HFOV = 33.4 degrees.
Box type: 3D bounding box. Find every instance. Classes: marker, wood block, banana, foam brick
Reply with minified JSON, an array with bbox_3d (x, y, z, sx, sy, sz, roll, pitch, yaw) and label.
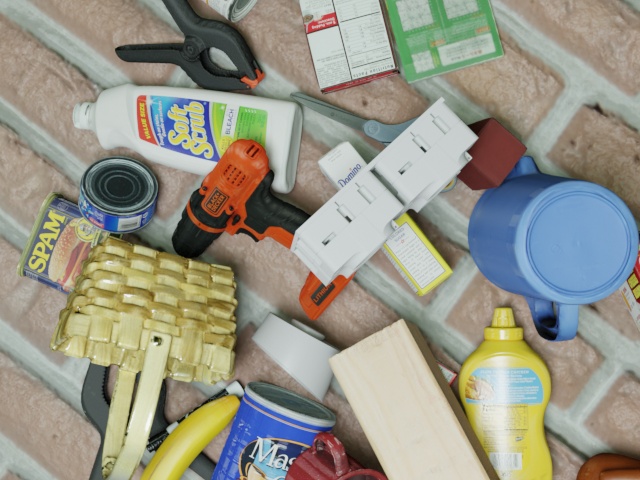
[{"bbox_3d":[-0.137,0.194,1.166,0.121,0.020,0.020,-33,85,-14],"label":"marker"},{"bbox_3d":[0.100,0.192,1.071,0.090,0.090,0.206,-30,76,7],"label":"wood block"},{"bbox_3d":[-0.155,0.247,1.142,0.037,0.069,0.198,30,95,43],"label":"banana"},{"bbox_3d":[0.168,-0.089,1.107,0.051,0.078,0.053,41,83,-9],"label":"foam brick"}]

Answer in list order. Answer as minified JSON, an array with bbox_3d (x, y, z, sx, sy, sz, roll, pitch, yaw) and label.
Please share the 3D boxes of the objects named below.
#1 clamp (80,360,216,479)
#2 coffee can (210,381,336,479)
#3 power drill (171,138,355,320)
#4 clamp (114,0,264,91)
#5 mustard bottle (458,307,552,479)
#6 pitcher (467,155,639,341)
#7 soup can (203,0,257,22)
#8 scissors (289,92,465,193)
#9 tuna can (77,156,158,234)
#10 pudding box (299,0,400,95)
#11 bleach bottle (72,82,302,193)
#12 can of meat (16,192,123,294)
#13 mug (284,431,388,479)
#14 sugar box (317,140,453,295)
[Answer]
[{"bbox_3d":[-0.200,0.202,1.186,0.164,0.036,0.210,-9,85,-2],"label":"clamp"},{"bbox_3d":[-0.055,0.234,1.132,0.103,0.102,0.140,22,93,8],"label":"coffee can"},{"bbox_3d":[-0.057,0.001,1.132,0.187,0.057,0.185,36,135,-4],"label":"power drill"},{"bbox_3d":[-0.146,-0.210,1.175,0.171,0.039,0.120,39,129,-1],"label":"clamp"},{"bbox_3d":[0.193,0.166,1.120,0.096,0.058,0.191,-1,90,10],"label":"mustard bottle"},{"bbox_3d":[0.223,0.008,1.025,0.149,0.243,0.145,39,93,0],"label":"pitcher"},{"bbox_3d":[-0.117,-0.294,1.163,0.102,0.068,0.068,37,94,6],"label":"soup can"},{"bbox_3d":[0.074,-0.131,1.153,0.202,0.016,0.096,39,90,1],"label":"scissors"},{"bbox_3d":[-0.221,-0.051,1.169,0.086,0.034,0.086,8,51,-10],"label":"tuna can"},{"bbox_3d":[0.030,-0.223,1.157,0.090,0.039,0.113,-14,89,7],"label":"pudding box"},{"bbox_3d":[-0.150,-0.116,1.170,0.251,0.068,0.102,7,89,10],"label":"bleach bottle"},{"bbox_3d":[-0.277,0.009,1.190,0.084,0.057,0.102,23,93,5],"label":"can of meat"},{"bbox_3d":[0.013,0.245,1.063,0.093,0.082,0.117,-20,113,-24],"label":"mug"},{"bbox_3d":[0.068,-0.022,1.122,0.048,0.093,0.176,-36,85,1],"label":"sugar box"}]
